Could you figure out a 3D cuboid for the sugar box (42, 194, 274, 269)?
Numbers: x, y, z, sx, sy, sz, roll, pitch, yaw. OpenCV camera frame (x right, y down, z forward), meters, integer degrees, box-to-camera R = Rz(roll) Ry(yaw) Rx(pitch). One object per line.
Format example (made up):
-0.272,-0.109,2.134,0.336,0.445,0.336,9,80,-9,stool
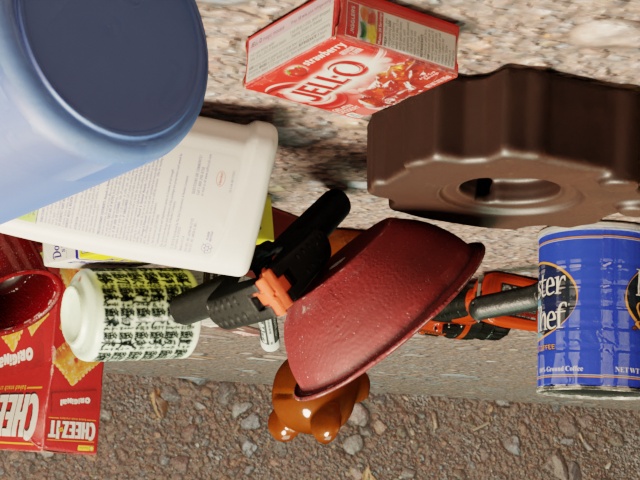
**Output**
-0.135,-0.007,0.873,0.177,0.048,0.093,-13,169,35,sugar box

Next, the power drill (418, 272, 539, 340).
0.185,0.083,1.221,0.184,0.057,0.188,10,166,-28,power drill

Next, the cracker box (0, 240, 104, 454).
-0.293,0.109,1.098,0.072,0.213,0.165,14,164,-42,cracker box

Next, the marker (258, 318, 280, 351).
-0.049,0.068,0.978,0.020,0.020,0.121,3,149,3,marker

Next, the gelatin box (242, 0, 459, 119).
0.013,-0.090,0.532,0.073,0.030,0.089,11,165,-32,gelatin box

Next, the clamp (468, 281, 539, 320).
0.229,0.054,1.054,0.120,0.039,0.172,6,150,-21,clamp

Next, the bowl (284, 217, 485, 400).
0.029,0.034,0.708,0.055,0.162,0.162,50,158,-5,bowl

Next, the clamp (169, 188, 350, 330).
-0.046,0.027,0.748,0.164,0.036,0.210,-35,-172,5,clamp

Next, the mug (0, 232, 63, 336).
-0.301,0.027,0.966,0.093,0.081,0.117,-43,152,17,mug

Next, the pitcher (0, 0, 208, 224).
-0.174,-0.070,0.485,0.243,0.145,0.148,-12,173,41,pitcher

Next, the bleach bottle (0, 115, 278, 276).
-0.159,-0.049,0.654,0.250,0.102,0.068,12,-173,-10,bleach bottle

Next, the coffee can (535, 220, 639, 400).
0.238,0.062,0.917,0.103,0.140,0.103,3,168,1,coffee can
